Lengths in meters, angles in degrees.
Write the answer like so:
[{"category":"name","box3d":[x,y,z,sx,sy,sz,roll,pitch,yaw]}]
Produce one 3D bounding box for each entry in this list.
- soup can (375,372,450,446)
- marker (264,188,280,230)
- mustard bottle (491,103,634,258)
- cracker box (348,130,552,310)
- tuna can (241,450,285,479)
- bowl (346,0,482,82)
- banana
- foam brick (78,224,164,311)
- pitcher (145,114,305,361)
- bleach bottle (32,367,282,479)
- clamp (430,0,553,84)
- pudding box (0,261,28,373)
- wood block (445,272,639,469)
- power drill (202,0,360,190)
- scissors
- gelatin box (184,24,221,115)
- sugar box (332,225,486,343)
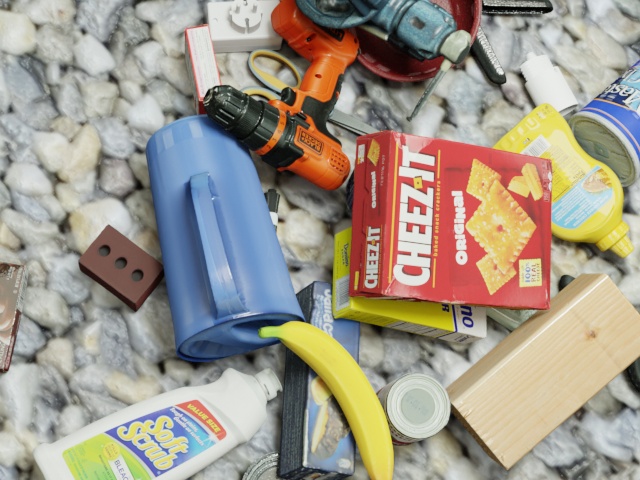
[{"category":"soup can","box3d":[0.091,0.176,1.106,0.068,0.102,0.068,2,76,-7]},{"category":"marker","box3d":[-0.058,0.001,1.176,0.020,0.020,0.121,5,75,-6]},{"category":"mustard bottle","box3d":[0.283,-0.056,1.206,0.096,0.058,0.191,-42,84,8]},{"category":"cracker box","box3d":[0.139,-0.016,1.092,0.213,0.072,0.164,7,83,-30]},{"category":"tuna can","box3d":[-0.042,0.262,1.104,0.086,0.034,0.086,2,76,-6]},{"category":"bowl","box3d":[0.106,-0.260,1.226,0.162,0.055,0.162,1,93,12]},{"category":"banana","box3d":[0.018,0.149,1.049,0.069,0.037,0.198,-40,91,-31]},{"category":"foam brick","box3d":[-0.211,0.030,1.134,0.078,0.051,0.053,36,74,3]},{"category":"pitcher","box3d":[-0.108,-0.008,1.100,0.144,0.149,0.243,4,62,-42]},{"category":"bleach bottle","box3d":[-0.158,0.196,1.093,0.250,0.068,0.102,-28,81,-15]},{"category":"clamp","box3d":[0.187,-0.278,1.264,0.171,0.039,0.120,42,77,5]},{"category":"pudding box","box3d":[-0.359,0.075,1.111,0.090,0.039,0.113,10,75,-4]},{"category":"wood block","box3d":[0.236,0.134,1.118,0.206,0.090,0.091,-39,90,-4]},{"category":"power drill","box3d":[-0.033,-0.166,1.147,0.184,0.057,0.187,31,59,-32]},{"category":"scissors","box3d":[-0.013,-0.139,1.219,0.202,0.016,0.096,41,77,3]},{"category":"gelatin box","box3d":[-0.129,-0.183,1.186,0.030,0.073,0.089,-11,77,-9]},{"category":"sugar box","box3d":[0.097,0.049,1.133,0.176,0.048,0.093,12,69,-26]}]
